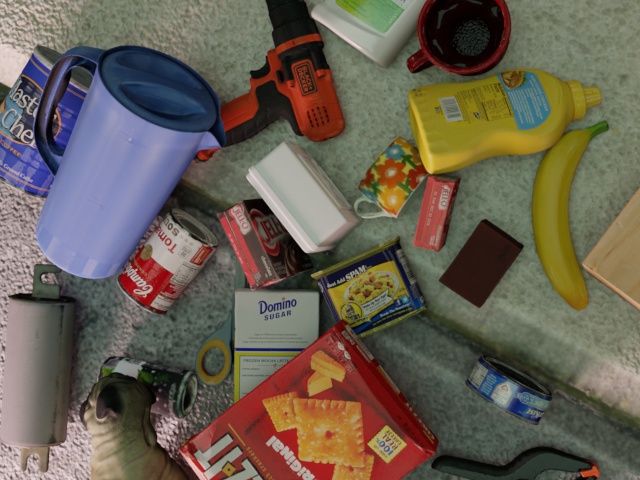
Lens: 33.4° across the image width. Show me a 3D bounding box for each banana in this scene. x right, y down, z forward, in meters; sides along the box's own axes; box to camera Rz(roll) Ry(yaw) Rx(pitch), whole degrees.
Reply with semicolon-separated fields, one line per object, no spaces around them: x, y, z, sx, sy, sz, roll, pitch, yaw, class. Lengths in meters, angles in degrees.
0.251;-0.029;1.099;0.070;0.037;0.198;7;94;14;banana

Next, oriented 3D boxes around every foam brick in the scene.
0.169;0.024;1.114;0.053;0.051;0.078;36;100;9;foam brick

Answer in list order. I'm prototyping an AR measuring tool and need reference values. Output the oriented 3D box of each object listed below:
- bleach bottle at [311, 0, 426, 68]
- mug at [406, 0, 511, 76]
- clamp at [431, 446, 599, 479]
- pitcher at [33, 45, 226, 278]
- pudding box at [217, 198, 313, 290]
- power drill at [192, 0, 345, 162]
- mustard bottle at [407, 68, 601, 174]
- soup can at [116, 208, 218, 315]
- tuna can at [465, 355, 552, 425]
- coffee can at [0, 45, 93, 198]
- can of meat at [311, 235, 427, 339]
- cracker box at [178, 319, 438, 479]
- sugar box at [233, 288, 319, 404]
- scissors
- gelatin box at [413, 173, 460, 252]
0.103;-0.309;1.114;0.102;0.068;0.251;37;98;9;bleach bottle
0.141;-0.206;1.096;0.117;0.081;0.093;-34;84;13;mug
0.204;0.256;1.122;0.171;0.039;0.120;-29;90;7;clamp
-0.222;-0.081;1.129;0.243;0.144;0.149;-55;53;33;pitcher
-0.057;0.002;1.138;0.039;0.113;0.090;-25;86;17;pudding box
-0.081;-0.176;1.165;0.188;0.057;0.184;-18;88;14;power drill
0.190;-0.129;1.084;0.191;0.058;0.096;-12;54;-2;mustard bottle
-0.170;0.023;1.190;0.068;0.068;0.102;41;101;9;soup can
0.194;0.152;1.096;0.086;0.086;0.034;29;97;11;tuna can
-0.310;-0.133;1.201;0.103;0.102;0.140;37;100;10;coffee can
0.054;0.053;1.142;0.102;0.057;0.084;-25;88;13;can of meat
-0.012;0.210;1.096;0.214;0.072;0.164;-39;84;8;cracker box
-0.049;0.141;1.167;0.093;0.048;0.176;2;90;-5;sugar box
-0.107;0.079;1.201;0.096;0.016;0.202;-13;90;9;scissors
0.122;-0.030;1.102;0.030;0.089;0.073;14;98;9;gelatin box
